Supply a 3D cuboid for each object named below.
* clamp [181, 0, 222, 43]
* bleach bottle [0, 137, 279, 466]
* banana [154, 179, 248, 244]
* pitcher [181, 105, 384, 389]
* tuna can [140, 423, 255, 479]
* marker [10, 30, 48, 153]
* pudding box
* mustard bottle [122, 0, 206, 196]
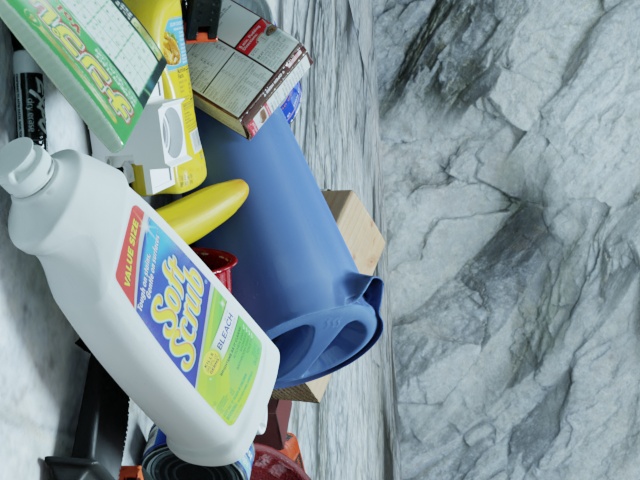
[{"bbox_3d":[-0.097,-0.244,0.838,0.120,0.039,0.171,-105,-161,-54],"label":"clamp"},{"bbox_3d":[-0.117,0.037,0.660,0.250,0.068,0.102,54,46,-41],"label":"bleach bottle"},{"bbox_3d":[-0.111,-0.012,0.775,0.037,0.070,0.197,58,19,4],"label":"banana"},{"bbox_3d":[-0.056,0.001,0.914,0.145,0.149,0.243,101,-28,-57],"label":"pitcher"},{"bbox_3d":[-0.096,0.172,0.829,0.033,0.086,0.086,-80,163,-49],"label":"tuna can"},{"bbox_3d":[-0.176,-0.082,0.645,0.020,0.020,0.121,-2,88,-81],"label":"marker"},{"bbox_3d":[-0.077,-0.150,0.901,0.090,0.114,0.039,-52,156,-9],"label":"pudding box"},{"bbox_3d":[-0.129,-0.135,0.828,0.096,0.058,0.191,-72,157,-75],"label":"mustard bottle"}]
